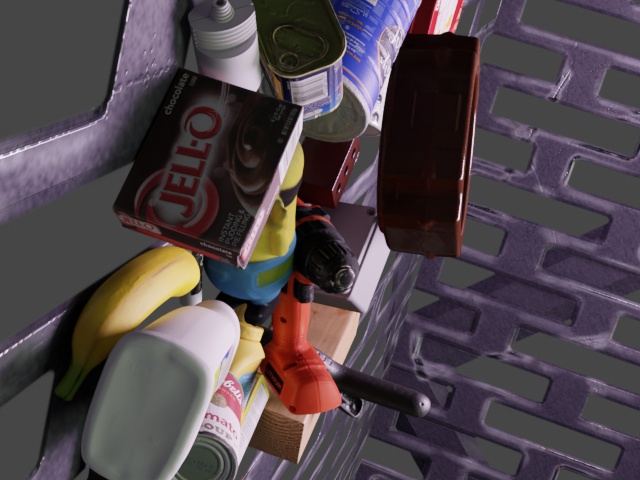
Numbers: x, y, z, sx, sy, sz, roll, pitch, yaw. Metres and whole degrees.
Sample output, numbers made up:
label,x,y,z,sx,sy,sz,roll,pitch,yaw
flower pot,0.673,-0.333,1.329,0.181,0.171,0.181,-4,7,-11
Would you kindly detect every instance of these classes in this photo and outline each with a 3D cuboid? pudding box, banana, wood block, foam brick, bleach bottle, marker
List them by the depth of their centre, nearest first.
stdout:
label,x,y,z,sx,sy,sz,roll,pitch,yaw
pudding box,-0.071,-0.048,0.699,0.039,0.090,0.113,88,23,-66
banana,-0.124,0.038,0.738,0.070,0.037,0.197,-52,177,26
bleach bottle,-0.096,0.087,0.767,0.250,0.068,0.103,-60,173,-79
marker,-0.101,0.006,0.836,0.121,0.020,0.020,99,14,-44
foam brick,0.004,-0.082,1.136,0.053,0.051,0.078,79,32,-69
wood block,-0.027,0.148,1.276,0.091,0.090,0.205,97,15,-48

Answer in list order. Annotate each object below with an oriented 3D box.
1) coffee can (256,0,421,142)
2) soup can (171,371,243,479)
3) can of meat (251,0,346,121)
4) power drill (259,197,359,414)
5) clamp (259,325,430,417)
label,x,y,z,sx,sy,sz,roll,pitch,yaw
coffee can,0.015,-0.168,0.895,0.103,0.103,0.140,88,23,-62
soup can,-0.100,0.159,0.894,0.102,0.068,0.068,-93,-164,-65
can of meat,-0.020,-0.147,0.778,0.084,0.057,0.102,85,-17,-71
power drill,-0.013,0.061,0.975,0.185,0.057,0.188,-133,-140,-60
clamp,-0.005,0.142,1.136,0.036,0.210,0.165,-68,-168,-19
